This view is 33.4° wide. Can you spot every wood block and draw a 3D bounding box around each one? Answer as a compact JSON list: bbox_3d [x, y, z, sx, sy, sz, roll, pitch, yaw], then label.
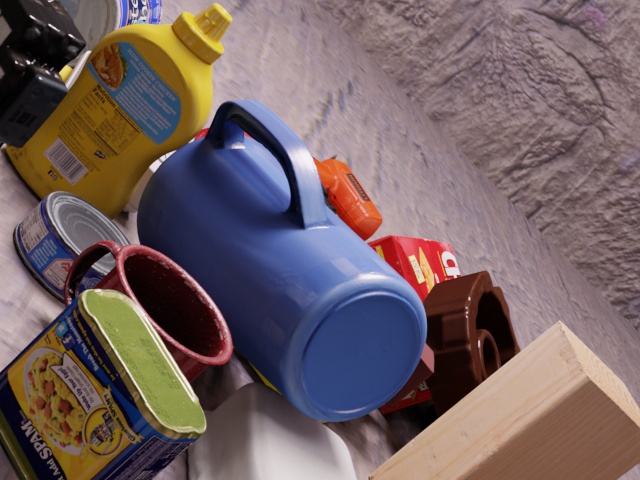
[{"bbox_3d":[0.147,0.174,0.842,0.090,0.206,0.090,42,16,-20],"label":"wood block"}]

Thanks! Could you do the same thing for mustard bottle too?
[{"bbox_3d":[-0.137,-0.101,0.783,0.096,0.192,0.058,48,15,3],"label":"mustard bottle"}]

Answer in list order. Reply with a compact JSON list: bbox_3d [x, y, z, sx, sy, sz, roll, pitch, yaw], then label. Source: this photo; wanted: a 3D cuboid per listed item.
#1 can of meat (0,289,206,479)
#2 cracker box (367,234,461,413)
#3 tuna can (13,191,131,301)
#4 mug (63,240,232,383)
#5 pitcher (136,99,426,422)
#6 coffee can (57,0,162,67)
[{"bbox_3d":[-0.120,0.088,0.566,0.102,0.084,0.057,53,17,22],"label":"can of meat"},{"bbox_3d":[0.104,0.083,1.115,0.213,0.072,0.164,6,67,-67],"label":"cracker box"},{"bbox_3d":[-0.166,0.007,0.736,0.086,0.034,0.086,43,16,-16],"label":"tuna can"},{"bbox_3d":[-0.121,0.054,0.652,0.117,0.082,0.093,54,17,22],"label":"mug"},{"bbox_3d":[-0.030,0.014,0.763,0.149,0.145,0.243,48,-5,-39],"label":"pitcher"},{"bbox_3d":[-0.222,-0.223,1.031,0.103,0.103,0.140,47,15,-3],"label":"coffee can"}]
